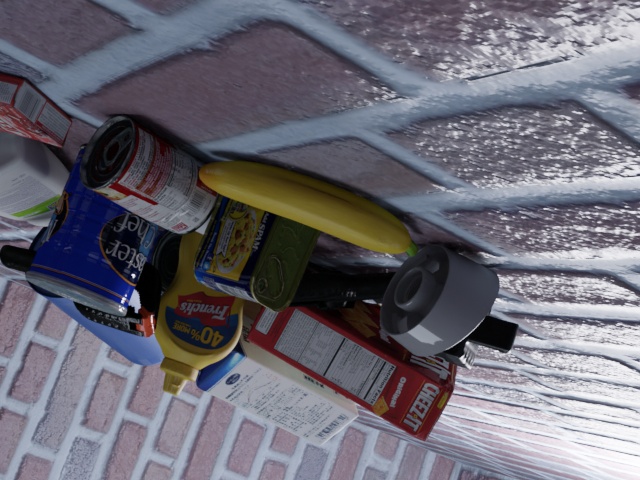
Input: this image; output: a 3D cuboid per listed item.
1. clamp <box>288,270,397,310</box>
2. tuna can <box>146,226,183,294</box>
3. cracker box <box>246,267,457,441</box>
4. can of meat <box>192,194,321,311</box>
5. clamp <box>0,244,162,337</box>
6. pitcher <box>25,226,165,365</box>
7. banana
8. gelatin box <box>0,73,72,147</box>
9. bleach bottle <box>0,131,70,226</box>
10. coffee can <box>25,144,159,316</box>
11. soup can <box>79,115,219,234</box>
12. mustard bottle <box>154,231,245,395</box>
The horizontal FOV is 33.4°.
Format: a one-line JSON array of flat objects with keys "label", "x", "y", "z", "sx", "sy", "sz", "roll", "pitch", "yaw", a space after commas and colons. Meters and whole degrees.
[{"label": "clamp", "x": 0.021, "y": 0.047, "z": 1.029, "sx": 0.120, "sy": 0.039, "sz": 0.171, "roll": -20, "pitch": 167, "yaw": 37}, {"label": "tuna can", "x": -0.183, "y": 0.022, "z": 1.270, "sx": 0.034, "sy": 0.086, "sz": 0.086, "roll": 10, "pitch": 165, "yaw": 33}, {"label": "cracker box", "x": 0.042, "y": 0.114, "z": 1.156, "sx": 0.214, "sy": 0.072, "sz": 0.164, "roll": 29, "pitch": -169, "yaw": 5}, {"label": "can of meat", "x": -0.058, "y": 0.004, "z": 0.951, "sx": 0.084, "sy": 0.102, "sz": 0.057, "roll": 13, "pitch": 166, "yaw": 40}, {"label": "clamp", "x": -0.225, "y": 0.030, "z": 1.149, "sx": 0.210, "sy": 0.164, "sz": 0.036, "roll": 34, "pitch": 141, "yaw": 36}, {"label": "pitcher", "x": -0.274, "y": 0.062, "z": 1.412, "sx": 0.145, "sy": 0.149, "sz": 0.242, "roll": 6, "pitch": 152, "yaw": 25}, {"label": "banana", "x": -0.007, "y": -0.026, "z": 0.875, "sx": 0.197, "sy": 0.037, "sz": 0.070, "roll": 22, "pitch": 159, "yaw": -4}, {"label": "gelatin box", "x": -0.269, "y": -0.116, "z": 0.928, "sx": 0.073, "sy": 0.030, "sz": 0.089, "roll": 16, "pitch": 167, "yaw": 20}, {"label": "bleach bottle", "x": -0.319, "y": -0.058, "z": 1.126, "sx": 0.102, "sy": 0.068, "sz": 0.251, "roll": -18, "pitch": 167, "yaw": -1}, {"label": "coffee can", "x": -0.214, "y": -0.009, "z": 1.047, "sx": 0.103, "sy": 0.140, "sz": 0.103, "roll": 19, "pitch": 168, "yaw": 4}, {"label": "soup can", "x": -0.143, "y": -0.054, "z": 0.909, "sx": 0.069, "sy": 0.068, "sz": 0.102, "roll": 7, "pitch": 163, "yaw": 46}, {"label": "mustard bottle", "x": -0.128, "y": 0.075, "z": 1.154, "sx": 0.096, "sy": 0.191, "sz": 0.058, "roll": 23, "pitch": 168, "yaw": -13}]
